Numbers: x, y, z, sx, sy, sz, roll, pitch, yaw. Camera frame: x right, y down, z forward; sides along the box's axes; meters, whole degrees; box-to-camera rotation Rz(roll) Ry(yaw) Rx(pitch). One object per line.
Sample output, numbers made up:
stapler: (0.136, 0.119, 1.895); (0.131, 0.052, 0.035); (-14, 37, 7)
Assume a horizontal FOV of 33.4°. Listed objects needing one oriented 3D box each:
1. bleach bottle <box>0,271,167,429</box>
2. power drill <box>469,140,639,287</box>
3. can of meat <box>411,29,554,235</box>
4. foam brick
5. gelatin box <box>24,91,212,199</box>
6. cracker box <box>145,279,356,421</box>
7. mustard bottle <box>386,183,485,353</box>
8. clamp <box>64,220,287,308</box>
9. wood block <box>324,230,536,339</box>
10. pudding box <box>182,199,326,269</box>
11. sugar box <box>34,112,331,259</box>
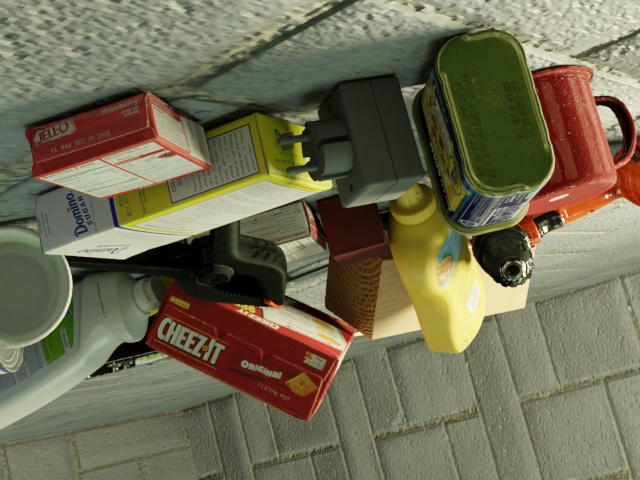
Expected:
bleach bottle: (-0.250, 0.103, 1.003); (0.251, 0.102, 0.068); (-25, 163, 18)
power drill: (0.225, -0.024, 0.971); (0.188, 0.057, 0.184); (-21, -165, 7)
can of meat: (0.095, -0.063, 0.627); (0.057, 0.102, 0.084); (-13, 168, -5)
foam brick: (0.030, -0.011, 0.960); (0.051, 0.053, 0.078); (-15, 170, 4)
gelatin box: (-0.111, -0.052, 0.598); (0.073, 0.030, 0.089); (-15, 170, 12)
cracker box: (-0.059, 0.092, 1.021); (0.164, 0.072, 0.213); (24, -175, 5)
mustard bottle: (0.103, 0.013, 0.981); (0.058, 0.096, 0.191); (3, 140, 27)
clamp: (-0.082, 0.010, 0.847); (0.165, 0.036, 0.209); (-22, 151, 31)
wood block: (0.116, 0.031, 1.122); (0.205, 0.091, 0.090); (-9, -155, -32)
pudding box: (-0.056, 0.001, 0.946); (0.113, 0.039, 0.090); (-17, 168, 5)
sugar box: (-0.090, -0.032, 0.697); (0.176, 0.048, 0.093); (-15, 170, 24)
